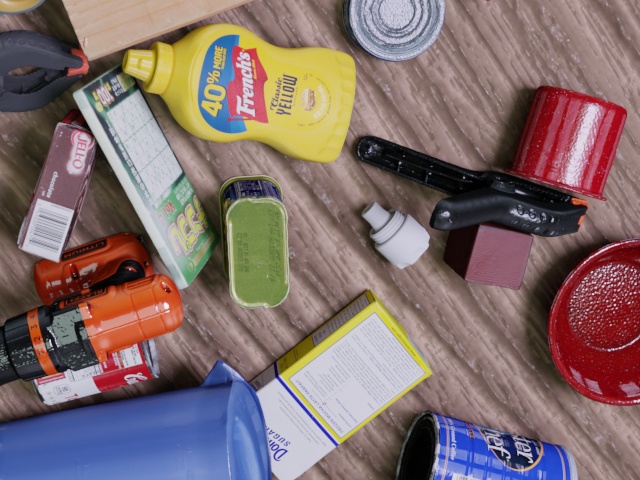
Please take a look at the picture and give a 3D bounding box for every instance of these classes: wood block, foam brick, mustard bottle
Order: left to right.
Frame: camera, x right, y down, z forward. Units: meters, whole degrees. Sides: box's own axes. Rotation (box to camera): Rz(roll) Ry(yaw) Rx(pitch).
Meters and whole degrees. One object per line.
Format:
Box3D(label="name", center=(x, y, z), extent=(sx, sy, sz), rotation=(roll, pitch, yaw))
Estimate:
Box3D(label="wood block", center=(-0.096, -0.222, 0.839), extent=(0.206, 0.090, 0.091), rotation=(-18, 105, 10))
Box3D(label="mustard bottle", center=(-0.068, -0.126, 0.877), extent=(0.191, 0.058, 0.096), rotation=(10, 93, -25))
Box3D(label="foam brick", center=(0.148, 0.007, 0.951), extent=(0.053, 0.078, 0.051), rotation=(11, 101, -10))

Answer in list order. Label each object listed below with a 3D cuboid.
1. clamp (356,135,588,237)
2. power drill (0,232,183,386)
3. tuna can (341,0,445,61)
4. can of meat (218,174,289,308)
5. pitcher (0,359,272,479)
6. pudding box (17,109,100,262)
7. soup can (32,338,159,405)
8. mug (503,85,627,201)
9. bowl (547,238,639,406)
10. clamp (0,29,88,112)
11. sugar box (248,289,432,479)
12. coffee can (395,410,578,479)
Box3D(label="clamp", center=(0.140, -0.042, 0.929), extent=(0.209, 0.165, 0.036), rotation=(6, 114, -32))
Box3D(label="power drill", center=(-0.203, 0.056, 0.865), extent=(0.184, 0.188, 0.057), rotation=(-16, 107, -4))
Box3D(label="tuna can", center=(0.063, -0.196, 0.912), extent=(0.086, 0.034, 0.086), rotation=(-2, 104, -7))
Box3D(label="can of meat", center=(-0.056, 0.001, 0.922), extent=(0.057, 0.084, 0.102), rotation=(-4, 105, -6))
Box3D(label="pitcher", center=(-0.167, 0.208, 0.912), extent=(0.243, 0.149, 0.145), rotation=(-9, 125, 11))
Box3D(label="pudding box", center=(-0.212, -0.048, 0.888), extent=(0.039, 0.090, 0.113), rotation=(21, 101, -10))
Box3D(label="soup can", center=(-0.199, 0.100, 0.938), extent=(0.102, 0.068, 0.068), rotation=(-15, 105, -3))
Box3D(label="mug", center=(0.225, -0.085, 0.939), extent=(0.117, 0.093, 0.081), rotation=(10, 99, -41))
Box3D(label="bowl", center=(0.282, 0.070, 0.995), extent=(0.162, 0.055, 0.162), rotation=(-2, 104, -7))
Box3D(label="clamp", center=(-0.278, -0.125, 0.876), extent=(0.171, 0.039, 0.120), rotation=(-6, 149, -17))
Box3D(label="sugar box", center=(0.006, 0.136, 0.984), extent=(0.176, 0.048, 0.093), rotation=(-37, 105, 7))
Box3D(label="coffee can", center=(0.152, 0.225, 0.994), extent=(0.140, 0.103, 0.103), rotation=(16, 102, -11))
